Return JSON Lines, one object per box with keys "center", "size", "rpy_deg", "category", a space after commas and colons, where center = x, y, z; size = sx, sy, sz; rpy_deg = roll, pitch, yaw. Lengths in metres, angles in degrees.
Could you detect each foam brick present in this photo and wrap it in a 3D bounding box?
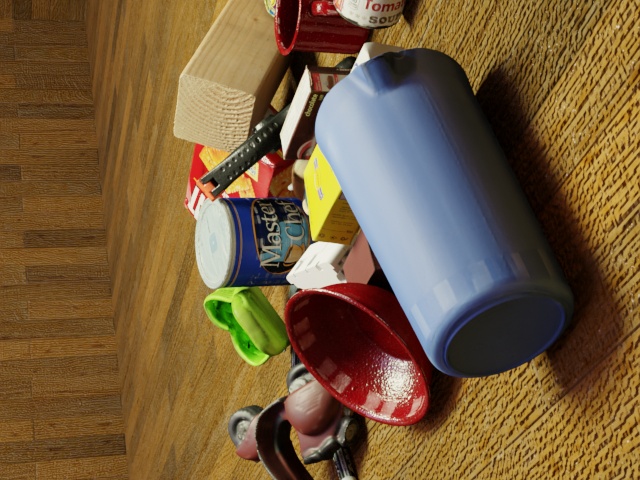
{"center": [0.059, 0.025, 1.011], "size": [0.078, 0.053, 0.051], "rpy_deg": [116, 148, -54], "category": "foam brick"}

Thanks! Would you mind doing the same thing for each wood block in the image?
{"center": [-0.098, -0.204, 1.280], "size": [0.206, 0.090, 0.091], "rpy_deg": [-70, -4, -48], "category": "wood block"}

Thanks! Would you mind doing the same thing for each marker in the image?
{"center": [0.026, 0.250, 1.183], "size": [0.121, 0.020, 0.020], "rpy_deg": [-109, 25, -42], "category": "marker"}

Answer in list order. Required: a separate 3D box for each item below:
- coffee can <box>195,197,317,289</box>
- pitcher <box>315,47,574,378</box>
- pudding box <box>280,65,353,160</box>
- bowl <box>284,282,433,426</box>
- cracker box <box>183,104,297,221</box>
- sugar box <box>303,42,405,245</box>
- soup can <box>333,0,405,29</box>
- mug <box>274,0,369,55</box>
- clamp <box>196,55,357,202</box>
{"center": [-0.058, 0.001, 1.203], "size": [0.103, 0.140, 0.103], "rpy_deg": [4, 94, 62], "category": "coffee can"}
{"center": [0.095, -0.016, 0.805], "size": [0.145, 0.149, 0.243], "rpy_deg": [-57, 39, 36], "category": "pitcher"}
{"center": [0.016, -0.125, 1.073], "size": [0.114, 0.090, 0.039], "rpy_deg": [114, 150, -52], "category": "pudding box"}
{"center": [0.046, 0.093, 0.978], "size": [0.162, 0.055, 0.162], "rpy_deg": [29, 144, 24], "category": "bowl"}
{"center": [-0.099, -0.078, 1.382], "size": [0.164, 0.072, 0.214], "rpy_deg": [50, 142, 29], "category": "cracker box"}
{"center": [0.033, -0.085, 0.976], "size": [0.176, 0.048, 0.093], "rpy_deg": [114, 155, -46], "category": "sugar box"}
{"center": [0.054, -0.255, 0.980], "size": [0.102, 0.068, 0.068], "rpy_deg": [106, 155, -44], "category": "soup can"}
{"center": [0.007, -0.236, 1.101], "size": [0.117, 0.081, 0.093], "rpy_deg": [-162, 74, -71], "category": "mug"}
{"center": [-0.052, -0.120, 1.178], "size": [0.036, 0.210, 0.165], "rpy_deg": [49, 171, -7], "category": "clamp"}
